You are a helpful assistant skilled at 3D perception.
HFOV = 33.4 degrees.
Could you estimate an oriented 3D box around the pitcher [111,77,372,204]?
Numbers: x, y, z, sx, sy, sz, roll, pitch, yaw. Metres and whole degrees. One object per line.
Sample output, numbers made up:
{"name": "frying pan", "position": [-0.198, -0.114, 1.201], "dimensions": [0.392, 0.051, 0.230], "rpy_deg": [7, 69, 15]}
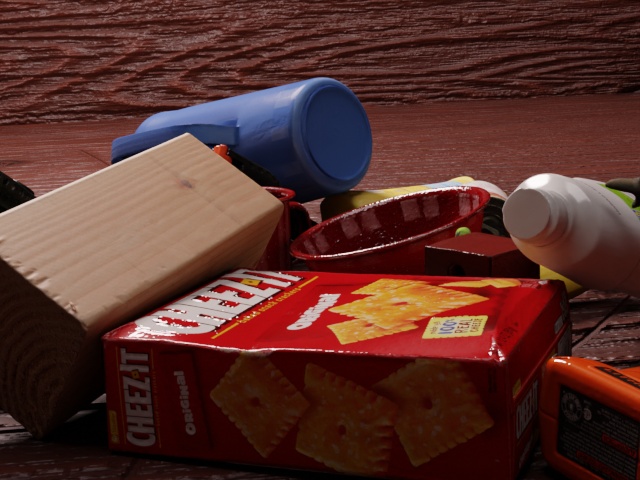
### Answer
{"name": "pitcher", "position": [-0.078, -0.084, 1.044], "dimensions": [0.243, 0.145, 0.149], "rpy_deg": [-9, 29, 44]}

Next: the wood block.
{"name": "wood block", "position": [-0.121, 0.017, 0.646], "dimensions": [0.091, 0.090, 0.205], "rpy_deg": [37, 33, 12]}

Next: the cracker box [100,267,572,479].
{"name": "cracker box", "position": [0.016, 0.063, 0.578], "dimensions": [0.214, 0.072, 0.164], "rpy_deg": [2, 12, 23]}

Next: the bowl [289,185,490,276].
{"name": "bowl", "position": [0.060, 0.008, 0.831], "dimensions": [0.162, 0.055, 0.162], "rpy_deg": [-16, 13, 4]}

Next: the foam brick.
{"name": "foam brick", "position": [0.101, 0.039, 0.666], "dimensions": [0.051, 0.078, 0.053], "rpy_deg": [-10, 14, -40]}

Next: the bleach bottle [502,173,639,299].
{"name": "bleach bottle", "position": [0.182, -0.003, 0.663], "dimensions": [0.250, 0.068, 0.103], "rpy_deg": [11, 22, -50]}

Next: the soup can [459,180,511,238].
{"name": "soup can", "position": [0.141, -0.013, 0.940], "dimensions": [0.068, 0.068, 0.102], "rpy_deg": [-2, 11, 4]}

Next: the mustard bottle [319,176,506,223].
{"name": "mustard bottle", "position": [0.102, -0.029, 1.049], "dimensions": [0.191, 0.058, 0.096], "rpy_deg": [-8, 7, -26]}
